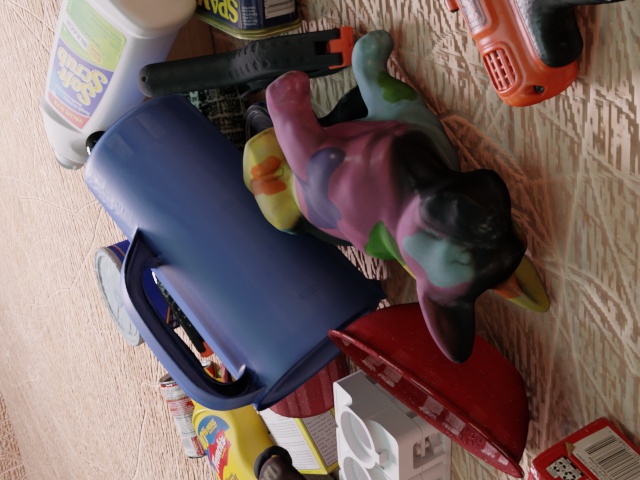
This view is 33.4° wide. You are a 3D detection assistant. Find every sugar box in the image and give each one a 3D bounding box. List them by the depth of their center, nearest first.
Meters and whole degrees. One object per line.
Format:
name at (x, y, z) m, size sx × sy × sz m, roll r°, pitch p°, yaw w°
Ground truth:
sugar box at (-0.036, 0.142, 1.043) m, size 0.176 × 0.048 × 0.093 m, roll 64°, pitch 154°, yaw -1°

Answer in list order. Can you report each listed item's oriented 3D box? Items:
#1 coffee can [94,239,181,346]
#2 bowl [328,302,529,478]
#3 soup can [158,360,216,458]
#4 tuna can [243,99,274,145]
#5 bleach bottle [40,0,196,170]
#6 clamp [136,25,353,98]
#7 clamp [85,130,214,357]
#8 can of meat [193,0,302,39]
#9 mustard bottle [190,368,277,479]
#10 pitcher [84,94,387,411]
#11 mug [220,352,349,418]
coffee can at (-0.140, 0.032, 1.064) m, size 0.103 × 0.140 × 0.103 m, roll 44°, pitch 146°, yaw 41°
bowl at (0.085, 0.091, 0.724) m, size 0.162 × 0.055 × 0.162 m, roll 37°, pitch 170°, yaw 7°
soup can at (-0.149, 0.206, 1.304) m, size 0.069 × 0.068 × 0.102 m, roll -5°, pitch 106°, yaw 64°
tuna can at (-0.030, -0.077, 0.886) m, size 0.086 × 0.033 × 0.086 m, roll 44°, pitch 146°, yaw 41°
bleach bottle at (-0.188, -0.138, 0.918) m, size 0.102 × 0.068 × 0.251 m, roll 46°, pitch 141°, yaw 10°
clamp at (-0.052, -0.129, 0.790) m, size 0.172 × 0.120 × 0.039 m, roll -8°, pitch 96°, yaw 49°
clamp at (-0.129, 0.007, 0.962) m, size 0.210 × 0.036 × 0.164 m, roll 63°, pitch -169°, yaw 13°
can of meat at (-0.060, -0.209, 0.818) m, size 0.102 × 0.057 × 0.084 m, roll 36°, pitch 138°, yaw 49°
mustard bottle at (-0.085, 0.217, 1.113) m, size 0.192 × 0.058 × 0.096 m, roll 59°, pitch 146°, yaw 23°
pitcher at (-0.079, 0.009, 0.828) m, size 0.243 × 0.145 × 0.149 m, roll 48°, pitch -170°, yaw 11°
mug at (-0.030, 0.107, 0.944) m, size 0.093 × 0.117 × 0.081 m, roll -128°, pitch 22°, yaw -57°
